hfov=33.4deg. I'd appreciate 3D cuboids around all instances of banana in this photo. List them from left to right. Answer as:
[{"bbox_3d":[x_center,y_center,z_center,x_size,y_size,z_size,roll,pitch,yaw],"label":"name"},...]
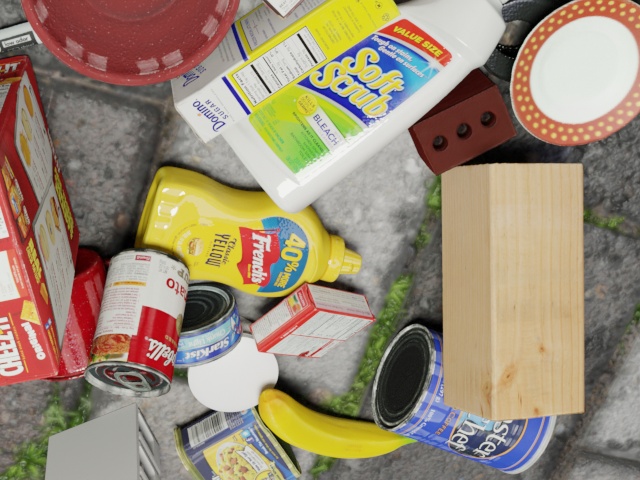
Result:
[{"bbox_3d":[0.006,0.174,1.002,0.197,0.037,0.070,18,129,-37],"label":"banana"}]

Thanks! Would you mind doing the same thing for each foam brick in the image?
[{"bbox_3d":[0.113,-0.100,0.891,0.078,0.051,0.053,-27,118,4],"label":"foam brick"}]

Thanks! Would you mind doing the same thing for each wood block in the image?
[{"bbox_3d":[0.161,0.039,0.899,0.090,0.091,0.206,-2,91,-21],"label":"wood block"}]

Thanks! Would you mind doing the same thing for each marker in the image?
[{"bbox_3d":[-0.261,-0.147,0.813,0.121,0.020,0.020,-16,119,-2],"label":"marker"}]

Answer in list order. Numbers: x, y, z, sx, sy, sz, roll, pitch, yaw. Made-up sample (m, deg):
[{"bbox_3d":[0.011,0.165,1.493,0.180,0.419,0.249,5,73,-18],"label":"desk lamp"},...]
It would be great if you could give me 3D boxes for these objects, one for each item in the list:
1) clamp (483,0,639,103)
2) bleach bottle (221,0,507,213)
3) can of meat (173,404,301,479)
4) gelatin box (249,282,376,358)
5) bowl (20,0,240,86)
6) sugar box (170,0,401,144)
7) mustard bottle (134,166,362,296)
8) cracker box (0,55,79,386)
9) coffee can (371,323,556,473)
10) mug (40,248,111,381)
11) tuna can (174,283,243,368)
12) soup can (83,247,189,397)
[{"bbox_3d":[0.196,-0.171,0.877,0.171,0.039,0.120,17,111,-18],"label":"clamp"},{"bbox_3d":[0.044,-0.134,0.837,0.251,0.068,0.102,-39,84,9],"label":"bleach bottle"},{"bbox_3d":[-0.077,0.202,1.010,0.084,0.057,0.102,-29,119,2],"label":"can of meat"},{"bbox_3d":[-0.007,0.072,0.941,0.073,0.030,0.089,-38,150,28],"label":"gelatin box"},{"bbox_3d":[-0.140,-0.199,0.789,0.162,0.055,0.162,-4,118,-9],"label":"bowl"},{"bbox_3d":[-0.031,-0.151,0.814,0.176,0.093,0.048,-34,118,9],"label":"sugar box"},{"bbox_3d":[-0.056,0.001,0.908,0.191,0.058,0.096,12,120,-17],"label":"mustard bottle"},{"bbox_3d":[-0.233,-0.020,0.774,0.072,0.214,0.164,-11,118,-4],"label":"cracker box"},{"bbox_3d":[0.134,0.148,0.995,0.140,0.103,0.103,22,111,-20],"label":"coffee can"},{"bbox_3d":[-0.203,0.054,0.897,0.117,0.093,0.081,-25,118,-28],"label":"mug"},{"bbox_3d":[-0.112,0.072,0.919,0.086,0.086,0.034,-12,117,-5],"label":"tuna can"},{"bbox_3d":[-0.144,0.065,0.849,0.068,0.102,0.068,5,151,3],"label":"soup can"}]
